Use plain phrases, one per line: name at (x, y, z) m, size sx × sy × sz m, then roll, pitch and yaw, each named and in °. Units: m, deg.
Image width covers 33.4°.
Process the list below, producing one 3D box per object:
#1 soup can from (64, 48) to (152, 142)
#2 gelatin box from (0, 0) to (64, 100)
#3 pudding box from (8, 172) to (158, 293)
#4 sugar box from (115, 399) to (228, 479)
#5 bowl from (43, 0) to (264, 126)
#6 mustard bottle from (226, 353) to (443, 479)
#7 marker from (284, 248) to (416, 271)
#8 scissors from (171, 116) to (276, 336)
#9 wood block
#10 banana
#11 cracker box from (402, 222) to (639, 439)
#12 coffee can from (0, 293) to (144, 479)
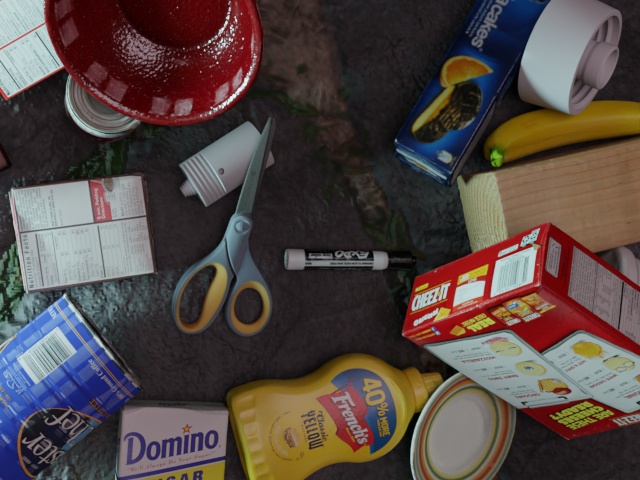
soup can at (-0.173, -0.116, 0.868) m, size 0.068 × 0.102 × 0.068 m, roll -1°, pitch 92°, yaw -14°
gelatin box at (-0.238, -0.167, 0.864) m, size 0.089 × 0.030 × 0.073 m, roll -25°, pitch 113°, yaw 16°
pudding box at (-0.198, -0.007, 0.899) m, size 0.113 × 0.039 × 0.090 m, roll -8°, pitch 94°, yaw -11°
sugar box at (-0.132, 0.228, 0.918) m, size 0.093 × 0.048 × 0.176 m, roll 3°, pitch 92°, yaw -13°
bowl at (-0.115, -0.165, 0.774) m, size 0.162 × 0.055 × 0.162 m, roll 6°, pitch 130°, yaw 7°
mustard bottle at (0.019, 0.152, 0.945) m, size 0.191 × 0.058 × 0.096 m, roll -15°, pitch 96°, yaw -13°
marker at (0.028, 0.018, 0.962) m, size 0.121 × 0.020 × 0.020 m, roll 1°, pitch 92°, yaw -13°
scissors at (-0.056, 0.001, 0.922) m, size 0.096 × 0.016 × 0.202 m, roll 29°, pitch 99°, yaw -21°
wood block at (0.243, -0.039, 0.975) m, size 0.206 × 0.091 × 0.090 m, roll -13°, pitch 95°, yaw -12°
banana at (0.224, -0.099, 0.982) m, size 0.197 × 0.070 × 0.037 m, roll -17°, pitch 126°, yaw -20°
cracker box at (0.204, 0.083, 0.913) m, size 0.213 × 0.164 × 0.072 m, roll 32°, pitch 55°, yaw -23°
coffee can at (-0.229, 0.125, 0.862) m, size 0.140 × 0.103 × 0.103 m, roll -39°, pitch 100°, yaw -10°
